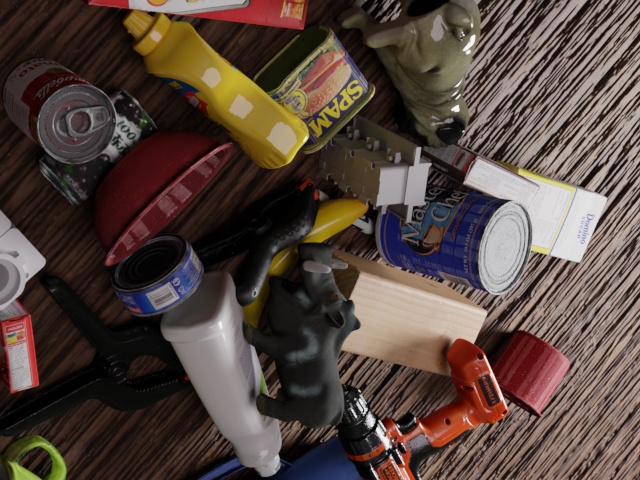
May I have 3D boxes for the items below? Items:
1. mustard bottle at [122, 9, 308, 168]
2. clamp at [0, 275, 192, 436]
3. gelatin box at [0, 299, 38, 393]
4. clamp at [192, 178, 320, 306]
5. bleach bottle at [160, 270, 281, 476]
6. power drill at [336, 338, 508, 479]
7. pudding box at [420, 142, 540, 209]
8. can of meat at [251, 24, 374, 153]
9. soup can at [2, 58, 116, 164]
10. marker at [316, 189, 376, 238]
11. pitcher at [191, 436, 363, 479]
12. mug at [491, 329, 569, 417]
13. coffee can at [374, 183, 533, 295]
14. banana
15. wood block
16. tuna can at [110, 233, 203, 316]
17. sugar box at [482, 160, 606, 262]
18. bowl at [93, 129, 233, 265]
[{"bbox_3d":[-0.102,-0.144,0.978,0.191,0.096,0.058,40,86,-24],"label":"mustard bottle"},{"bbox_3d":[-0.219,0.133,1.070,0.209,0.036,0.164,21,97,-41],"label":"clamp"},{"bbox_3d":[-0.288,0.086,0.968,0.030,0.089,0.073,-15,118,-31],"label":"gelatin box"},{"bbox_3d":[-0.057,0.001,1.070,0.171,0.120,0.039,-39,134,-18],"label":"clamp"},{"bbox_3d":[-0.091,0.158,1.123,0.068,0.102,0.251,-9,123,13],"label":"bleach bottle"},{"bbox_3d":[0.108,0.192,1.187,0.187,0.057,0.184,-34,120,-14],"label":"power drill"},{"bbox_3d":[0.179,-0.078,1.206,0.113,0.090,0.039,17,101,-37],"label":"pudding box"},{"bbox_3d":[-0.009,-0.153,1.068,0.102,0.058,0.084,-45,126,-8],"label":"can of meat"},{"bbox_3d":[-0.225,-0.112,0.911,0.068,0.102,0.068,-14,118,-28],"label":"soup can"},{"bbox_3d":[0.035,-0.025,1.179,0.121,0.020,0.020,27,95,-39],"label":"marker"},{"bbox_3d":[-0.050,0.322,1.224,0.242,0.145,0.149,-31,137,-23],"label":"pitcher"},{"bbox_3d":[0.271,0.173,1.394,0.081,0.093,0.117,-55,160,-7],"label":"mug"},{"bbox_3d":[0.145,-0.006,1.170,0.102,0.141,0.103,-17,114,-44],"label":"coffee can"},{"bbox_3d":[-0.033,0.018,1.135,0.198,0.037,0.069,-49,137,7],"label":"banana"},{"bbox_3d":[0.078,0.081,1.211,0.205,0.091,0.090,18,100,-38],"label":"wood block"},{"bbox_3d":[-0.159,0.032,1.033,0.086,0.086,0.033,-37,125,-15],"label":"tuna can"},{"bbox_3d":[0.270,-0.034,1.318,0.175,0.048,0.093,13,103,-41],"label":"sugar box"},{"bbox_3d":[-0.156,-0.051,0.982,0.055,0.162,0.162,45,81,1],"label":"bowl"}]
